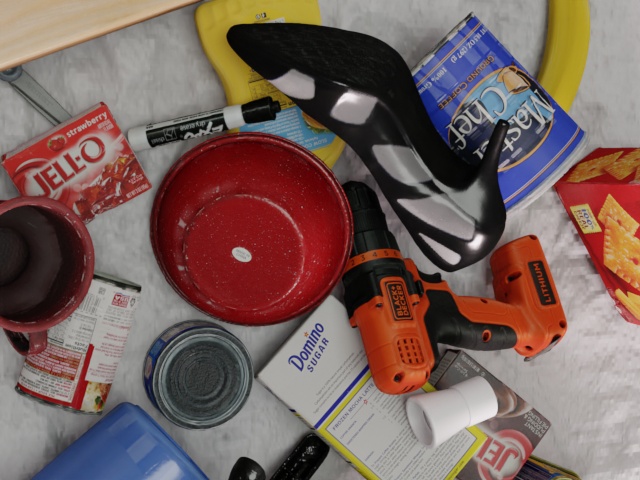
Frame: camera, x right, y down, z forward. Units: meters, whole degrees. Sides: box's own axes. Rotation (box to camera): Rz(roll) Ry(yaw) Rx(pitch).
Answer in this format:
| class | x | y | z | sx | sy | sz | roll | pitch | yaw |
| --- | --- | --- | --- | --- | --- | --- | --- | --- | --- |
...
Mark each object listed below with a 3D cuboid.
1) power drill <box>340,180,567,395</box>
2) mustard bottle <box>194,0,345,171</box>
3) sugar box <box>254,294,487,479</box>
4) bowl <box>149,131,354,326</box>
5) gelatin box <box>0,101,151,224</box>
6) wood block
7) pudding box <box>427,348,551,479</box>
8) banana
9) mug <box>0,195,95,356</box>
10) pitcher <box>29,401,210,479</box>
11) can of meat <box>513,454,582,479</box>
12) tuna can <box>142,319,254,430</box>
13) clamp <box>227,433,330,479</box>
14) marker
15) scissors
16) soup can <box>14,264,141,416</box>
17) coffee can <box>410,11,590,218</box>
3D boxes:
| class | x | y | z | sx | sy | sz | roll | pitch | yaw |
| --- | --- | --- | --- | --- | --- | --- | --- | --- | --- |
| power drill | 0.104 | 0.034 | 0.891 | 0.187 | 0.057 | 0.184 | -1 | 65 | -27 |
| mustard bottle | -0.030 | -0.104 | 0.848 | 0.096 | 0.058 | 0.191 | -17 | 101 | -8 |
| sugar box | 0.040 | 0.137 | 0.879 | 0.176 | 0.048 | 0.093 | 43 | 78 | 2 |
| bowl | -0.055 | 0.001 | 0.817 | 0.162 | 0.055 | 0.162 | 1 | 108 | 3 |
| gelatin box | -0.183 | -0.051 | 0.802 | 0.089 | 0.030 | 0.073 | -30 | 110 | -7 |
| wood block | -0.171 | -0.189 | 0.760 | 0.205 | 0.091 | 0.090 | -25 | 104 | -23 |
| pudding box | 0.132 | 0.162 | 0.935 | 0.113 | 0.039 | 0.090 | 39 | 81 | -8 |
| banana | 0.199 | -0.147 | 0.941 | 0.069 | 0.037 | 0.198 | 29 | 84 | -21 |
| mug | -0.216 | 0.024 | 0.751 | 0.093 | 0.082 | 0.117 | -21 | 107 | -36 |
| pitcher | -0.191 | 0.245 | 0.791 | 0.145 | 0.149 | 0.242 | 45 | 75 | 6 |
| can of meat | 0.214 | 0.234 | 0.955 | 0.102 | 0.084 | 0.057 | 25 | 86 | -21 |
| tuna can | -0.097 | 0.108 | 0.855 | 0.086 | 0.034 | 0.086 | -2 | 95 | -20 |
| clamp | -0.073 | 0.242 | 0.834 | 0.036 | 0.164 | 0.210 | 33 | 91 | 19 |
| marker | -0.089 | -0.090 | 0.818 | 0.121 | 0.020 | 0.020 | -12 | 100 | 12 |
| scissors | -0.230 | -0.149 | 0.793 | 0.201 | 0.016 | 0.096 | 29 | 84 | -21 |
| soup can | -0.181 | 0.073 | 0.803 | 0.068 | 0.069 | 0.102 | 19 | 88 | -21 |
| coffee can | 0.134 | -0.100 | 0.870 | 0.102 | 0.103 | 0.140 | -45 | 94 | -12 |
